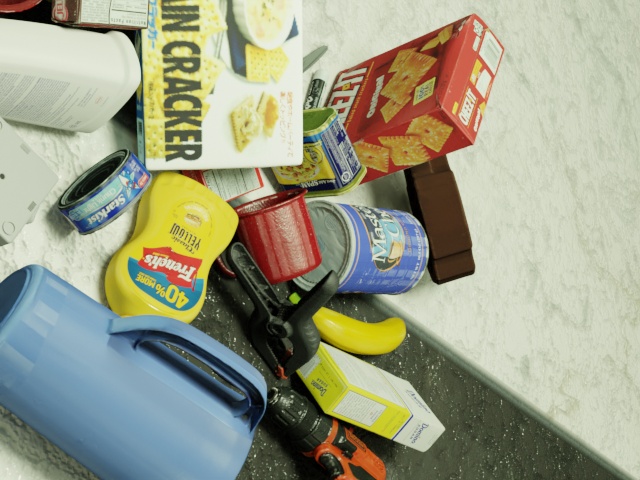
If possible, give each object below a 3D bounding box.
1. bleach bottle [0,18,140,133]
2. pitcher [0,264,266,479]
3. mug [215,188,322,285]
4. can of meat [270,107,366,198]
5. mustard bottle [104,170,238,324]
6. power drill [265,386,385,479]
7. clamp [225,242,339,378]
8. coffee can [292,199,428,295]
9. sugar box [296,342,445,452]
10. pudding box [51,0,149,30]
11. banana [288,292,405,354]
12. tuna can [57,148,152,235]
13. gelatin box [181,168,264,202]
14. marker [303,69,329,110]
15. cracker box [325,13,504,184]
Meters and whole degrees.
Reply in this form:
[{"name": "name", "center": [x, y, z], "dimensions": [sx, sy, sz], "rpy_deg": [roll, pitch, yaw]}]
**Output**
[{"name": "bleach bottle", "center": [-0.281, -0.150, 0.899], "dimensions": [0.250, 0.103, 0.068], "rpy_deg": [5, 54, -48]}, {"name": "pitcher", "center": [-0.174, 0.123, 0.903], "dimensions": [0.242, 0.145, 0.149], "rpy_deg": [41, 72, -25]}, {"name": "mug", "center": [-0.057, 0.001, 1.129], "dimensions": [0.117, 0.093, 0.081], "rpy_deg": [-21, 101, -18]}, {"name": "can of meat", "center": [-0.012, -0.096, 1.178], "dimensions": [0.057, 0.102, 0.084], "rpy_deg": [-55, 130, -41]}, {"name": "mustard bottle", "center": [-0.153, 0.031, 1.023], "dimensions": [0.096, 0.058, 0.191], "rpy_deg": [34, 55, -20]}, {"name": "power drill", "center": [0.019, 0.248, 1.091], "dimensions": [0.184, 0.057, 0.188], "rpy_deg": [43, 15, -31]}, {"name": "clamp", "center": [-0.047, 0.073, 1.103], "dimensions": [0.039, 0.120, 0.172], "rpy_deg": [-49, 159, -43]}, {"name": "coffee can", "center": [0.041, 0.011, 1.217], "dimensions": [0.140, 0.103, 0.103], "rpy_deg": [5, 75, -48]}, {"name": "sugar box", "center": [0.054, 0.175, 1.195], "dimensions": [0.176, 0.048, 0.093], "rpy_deg": [32, 12, -40]}, {"name": "pudding box", "center": [-0.191, -0.245, 0.943], "dimensions": [0.089, 0.039, 0.113], "rpy_deg": [-11, 111, -57]}, {"name": "banana", "center": [0.047, 0.102, 1.235], "dimensions": [0.197, 0.037, 0.070], "rpy_deg": [20, 41, -46]}, {"name": "tuna can", "center": [-0.197, -0.045, 0.975], "dimensions": [0.033, 0.086, 0.086], "rpy_deg": [53, 46, -23]}, {"name": "gelatin box", "center": [-0.107, -0.077, 1.130], "dimensions": [0.089, 0.030, 0.073], "rpy_deg": [-26, 100, -48]}, {"name": "marker", "center": [-0.012, -0.152, 1.268], "dimensions": [0.020, 0.020, 0.121], "rpy_deg": [39, 52, -35]}, {"name": "cracker box", "center": [0.094, -0.158, 1.240], "dimensions": [0.072, 0.214, 0.164], "rpy_deg": [45, 49, -29]}]
